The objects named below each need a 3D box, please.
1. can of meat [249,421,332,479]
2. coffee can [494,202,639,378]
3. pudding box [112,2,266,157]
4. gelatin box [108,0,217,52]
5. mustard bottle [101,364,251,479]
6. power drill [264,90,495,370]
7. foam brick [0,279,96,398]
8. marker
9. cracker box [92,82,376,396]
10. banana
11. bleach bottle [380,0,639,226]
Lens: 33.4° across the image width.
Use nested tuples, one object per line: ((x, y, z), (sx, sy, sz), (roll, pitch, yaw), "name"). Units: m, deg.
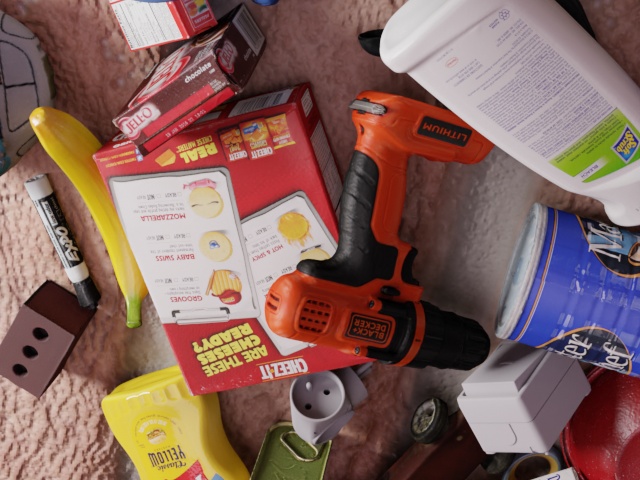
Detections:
((-0.027, 0.217, 0.899), (0.057, 0.102, 0.084), (9, 117, 6), "can of meat")
((0.208, 0.041, 0.771), (0.140, 0.102, 0.103), (17, 116, 3), "coffee can")
((-0.089, -0.115, 0.752), (0.090, 0.113, 0.039), (-30, 109, 21), "pudding box")
((-0.118, -0.176, 0.753), (0.089, 0.030, 0.073), (4, 122, 54), "gelatin box")
((-0.109, 0.205, 0.913), (0.096, 0.058, 0.191), (-19, 99, 19), "mustard bottle")
((0.065, -0.002, 0.762), (0.184, 0.057, 0.188), (14, 94, -29), "power drill")
((-0.236, 0.083, 0.905), (0.053, 0.051, 0.078), (32, 116, -4), "foam brick")
((-0.211, 0.003, 0.882), (0.020, 0.020, 0.121), (-14, 110, 17), "marker")
((-0.055, 0.001, 0.822), (0.164, 0.072, 0.213), (-13, 112, 17), "cracker box")
((-0.167, -0.028, 0.826), (0.037, 0.069, 0.198), (-18, 121, 5), "banana")
((0.162, -0.082, 0.719), (0.250, 0.068, 0.103), (39, 122, -22), "bleach bottle")
